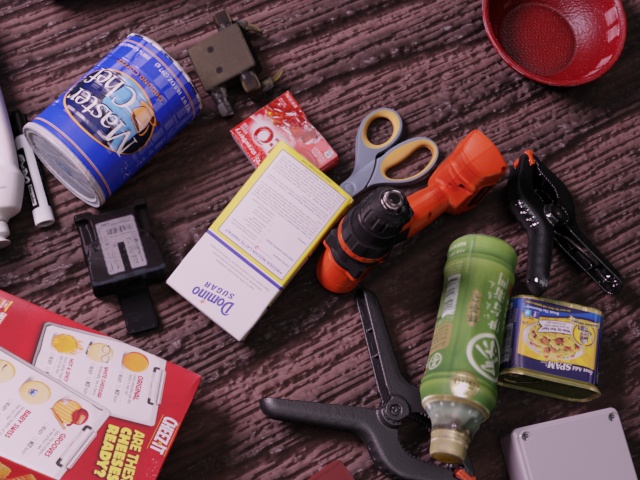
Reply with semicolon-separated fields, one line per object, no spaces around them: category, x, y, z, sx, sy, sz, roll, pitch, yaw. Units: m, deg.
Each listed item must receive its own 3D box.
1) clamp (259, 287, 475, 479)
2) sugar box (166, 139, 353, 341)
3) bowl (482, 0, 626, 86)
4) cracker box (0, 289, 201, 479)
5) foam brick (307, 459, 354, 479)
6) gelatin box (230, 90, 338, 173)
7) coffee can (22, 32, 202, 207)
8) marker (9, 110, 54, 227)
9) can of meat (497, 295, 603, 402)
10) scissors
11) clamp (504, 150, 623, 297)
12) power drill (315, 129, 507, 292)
clamp;0.067;0.155;1.020;0.210;0.036;0.164;36;65;-1
sugar box;-0.057;0.001;1.026;0.093;0.048;0.176;39;87;4
bowl;0.245;-0.230;1.155;0.162;0.055;0.162;2;73;-8
cracker box;-0.233;0.151;0.924;0.213;0.072;0.164;24;40;-2
foam brick;0.015;0.248;0.975;0.051;0.053;0.078;-32;80;-17
gelatin box;-0.036;-0.094;1.076;0.073;0.030;0.089;-35;80;-6
coffee can;-0.198;-0.116;1.026;0.103;0.103;0.140;42;71;5
marker;-0.283;-0.072;1.043;0.020;0.020;0.121;-15;76;-13
can of meat;0.225;0.105;1.050;0.102;0.057;0.084;13;70;-6
scissors;0.026;-0.071;1.093;0.201;0.016;0.096;-23;77;-15
clamp;0.226;-0.013;1.077;0.120;0.039;0.171;-5;59;-41
power drill;0.088;-0.033;1.014;0.187;0.185;0.057;-31;81;-26
